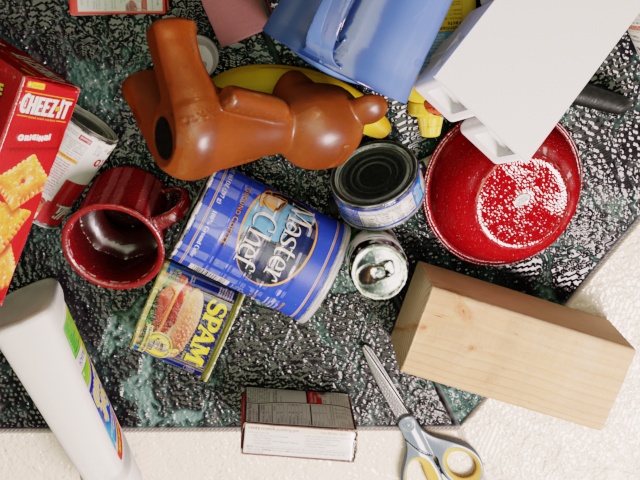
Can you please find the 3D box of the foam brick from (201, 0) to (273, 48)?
[{"bbox_3d":[-0.073,-0.207,0.947,0.051,0.078,0.053,-23,103,5],"label":"foam brick"}]

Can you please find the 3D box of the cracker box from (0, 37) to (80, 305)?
[{"bbox_3d":[-0.315,-0.072,0.940,0.164,0.072,0.214,33,106,31],"label":"cracker box"}]

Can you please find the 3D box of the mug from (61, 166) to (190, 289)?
[{"bbox_3d":[-0.172,-0.020,0.981,0.117,0.081,0.093,-21,120,18],"label":"mug"}]

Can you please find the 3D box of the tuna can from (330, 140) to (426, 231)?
[{"bbox_3d":[0.053,-0.052,0.988,0.086,0.086,0.033,-20,138,4],"label":"tuna can"}]

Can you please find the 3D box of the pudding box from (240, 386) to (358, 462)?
[{"bbox_3d":[-0.023,0.181,1.052,0.113,0.090,0.039,3,105,-4],"label":"pudding box"}]

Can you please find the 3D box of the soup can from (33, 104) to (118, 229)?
[{"bbox_3d":[-0.242,-0.071,0.984,0.068,0.068,0.102,36,101,-11],"label":"soup can"}]

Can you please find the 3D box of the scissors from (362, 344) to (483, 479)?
[{"bbox_3d":[0.110,0.189,1.097,0.096,0.016,0.202,-13,106,0],"label":"scissors"}]

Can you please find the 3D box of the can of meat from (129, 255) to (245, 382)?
[{"bbox_3d":[-0.129,0.073,1.035,0.084,0.057,0.102,23,104,-6],"label":"can of meat"}]

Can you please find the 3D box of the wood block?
[{"bbox_3d":[0.183,0.101,1.036,0.206,0.091,0.090,17,105,-7],"label":"wood block"}]

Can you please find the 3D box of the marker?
[{"bbox_3d":[0.060,-0.052,1.025,0.121,0.020,0.020,-23,105,5],"label":"marker"}]

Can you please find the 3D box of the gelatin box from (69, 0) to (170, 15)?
[{"bbox_3d":[-0.181,-0.240,0.958,0.089,0.030,0.073,-1,105,-2],"label":"gelatin box"}]

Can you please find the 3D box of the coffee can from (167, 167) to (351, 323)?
[{"bbox_3d":[-0.057,0.001,0.993,0.140,0.103,0.103,27,103,-9],"label":"coffee can"}]

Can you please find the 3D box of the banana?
[{"bbox_3d":[-0.032,-0.130,0.993,0.197,0.037,0.070,0,119,-1],"label":"banana"}]

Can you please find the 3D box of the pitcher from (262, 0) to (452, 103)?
[{"bbox_3d":[0.061,-0.240,0.840,0.144,0.149,0.243,18,106,-35],"label":"pitcher"}]

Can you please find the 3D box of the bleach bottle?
[{"bbox_3d":[-0.236,0.167,1.046,0.068,0.102,0.251,-23,112,-2],"label":"bleach bottle"}]

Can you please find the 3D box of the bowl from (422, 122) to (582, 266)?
[{"bbox_3d":[0.180,-0.043,1.002,0.162,0.055,0.162,-3,109,-10],"label":"bowl"}]
